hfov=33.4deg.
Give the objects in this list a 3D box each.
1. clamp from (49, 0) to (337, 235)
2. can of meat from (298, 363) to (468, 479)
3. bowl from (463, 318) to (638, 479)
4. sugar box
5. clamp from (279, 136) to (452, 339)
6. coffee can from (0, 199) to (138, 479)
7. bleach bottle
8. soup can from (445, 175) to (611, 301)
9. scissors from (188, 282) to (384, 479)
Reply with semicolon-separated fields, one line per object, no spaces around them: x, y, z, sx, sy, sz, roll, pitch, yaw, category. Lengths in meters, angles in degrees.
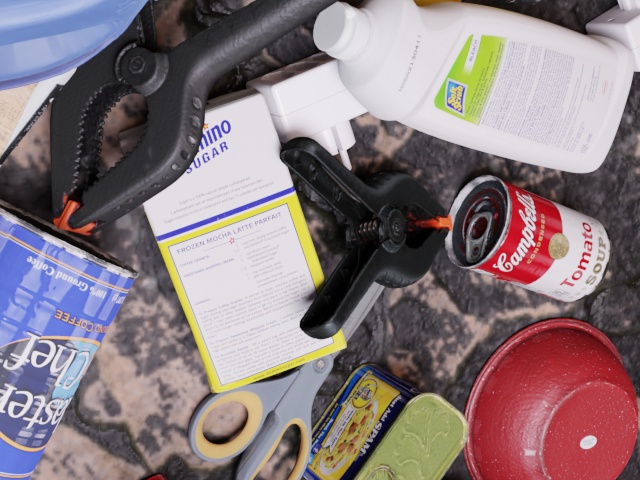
-0.101;-0.104;0.605;0.210;0.165;0.036;-56;160;5;clamp
0.039;0.142;0.734;0.057;0.084;0.102;40;82;-27;can of meat
0.191;0.144;0.825;0.161;0.055;0.162;-5;103;-24;bowl
-0.054;0.001;0.674;0.093;0.048;0.176;-20;107;-6;sugar box
0.030;-0.015;0.688;0.171;0.039;0.120;-22;109;-56;clamp
-0.180;0.057;0.600;0.102;0.103;0.140;29;87;-28;coffee can
0.100;-0.113;0.690;0.250;0.068;0.102;11;96;-41;bleach bottle
0.150;0.001;0.768;0.102;0.069;0.068;19;92;-29;soup can
-0.021;0.084;0.731;0.096;0.016;0.201;26;81;-19;scissors
